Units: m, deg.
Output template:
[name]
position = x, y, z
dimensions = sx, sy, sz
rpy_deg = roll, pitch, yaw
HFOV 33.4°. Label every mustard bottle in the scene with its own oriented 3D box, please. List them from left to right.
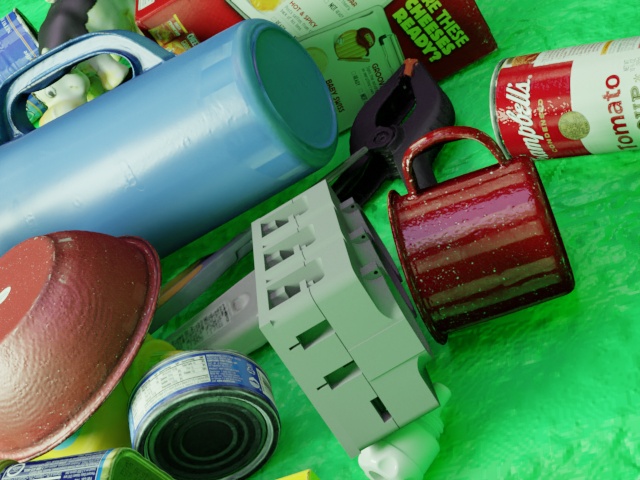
[mustard bottle]
position = -0.150, 0.097, 0.674
dimensions = 0.192, 0.058, 0.096
rpy_deg = -20, 57, 38

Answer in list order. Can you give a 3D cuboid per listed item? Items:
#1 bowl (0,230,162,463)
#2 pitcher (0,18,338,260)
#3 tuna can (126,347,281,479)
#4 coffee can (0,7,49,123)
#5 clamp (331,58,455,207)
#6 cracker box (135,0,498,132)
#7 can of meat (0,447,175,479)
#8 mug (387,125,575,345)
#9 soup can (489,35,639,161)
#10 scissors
[bowl]
position = -0.171, 0.050, 0.639
dimensions = 0.162, 0.055, 0.162
rpy_deg = -30, 37, 25
[pitcher]
position = -0.117, -0.064, 0.742
dimensions = 0.243, 0.149, 0.145
rpy_deg = -25, 49, 28
[tuna can]
position = -0.066, 0.104, 0.610
dimensions = 0.086, 0.086, 0.034
rpy_deg = -31, 39, 7
[coffee can]
position = -0.333, -0.154, 1.085
dimensions = 0.140, 0.102, 0.103
rpy_deg = -37, 37, -1
[clamp]
position = 0.056, -0.055, 0.726
dimensions = 0.120, 0.039, 0.171
rpy_deg = 6, 60, 35
[cracker box]
position = -0.003, -0.165, 0.785
dimensions = 0.214, 0.164, 0.072
rpy_deg = -27, 38, 13
[can of meat]
position = -0.122, 0.156, 0.586
dimensions = 0.084, 0.102, 0.057
rpy_deg = -13, 51, 24
[mug]
position = 0.087, -0.008, 0.592
dimensions = 0.081, 0.117, 0.093
rpy_deg = -19, 13, 14
[soup can]
position = 0.163, -0.085, 0.647
dimensions = 0.102, 0.068, 0.068
rpy_deg = -4, 47, 35
[scissors]
position = -0.055, 0.001, 0.742
dimensions = 0.201, 0.016, 0.096
rpy_deg = -40, 10, -9
